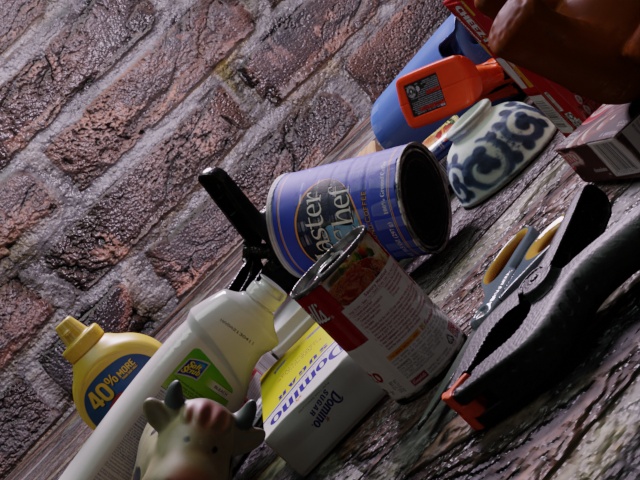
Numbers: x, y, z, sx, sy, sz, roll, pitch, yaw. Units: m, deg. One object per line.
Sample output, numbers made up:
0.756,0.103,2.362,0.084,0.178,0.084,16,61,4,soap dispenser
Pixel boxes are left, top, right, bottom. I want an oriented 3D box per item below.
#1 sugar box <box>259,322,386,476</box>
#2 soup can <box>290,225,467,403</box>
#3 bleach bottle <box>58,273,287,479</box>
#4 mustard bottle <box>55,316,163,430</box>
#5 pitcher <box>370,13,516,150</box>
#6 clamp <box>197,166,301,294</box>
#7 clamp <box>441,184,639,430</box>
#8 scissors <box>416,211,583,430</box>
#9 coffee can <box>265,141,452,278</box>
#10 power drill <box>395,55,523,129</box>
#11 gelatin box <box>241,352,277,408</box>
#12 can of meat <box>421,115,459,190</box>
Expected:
-0.001,0.109,0.818,0.093,0.048,0.176,-46,5,1,sugar box
0.039,0.049,0.706,0.068,0.102,0.068,-43,7,6,soup can
-0.110,0.139,0.896,0.251,0.102,0.068,-51,19,2,bleach bottle
-0.163,0.140,0.958,0.096,0.191,0.058,-44,7,3,mustard bottle
0.175,-0.199,1.371,0.243,0.149,0.145,-40,22,55,pitcher
-0.057,0.001,1.008,0.036,0.164,0.209,7,15,27,clamp
0.133,0.027,0.565,0.171,0.039,0.120,-53,5,-17,clamp
0.120,0.037,0.669,0.096,0.016,0.201,-39,9,35,scissors
0.035,-0.026,0.981,0.141,0.103,0.102,-12,24,31,coffee can
0.186,-0.174,1.113,0.187,0.057,0.185,-18,-1,-39,power drill
-0.084,0.157,1.075,0.073,0.030,0.089,-41,7,28,gelatin box
0.135,-0.089,1.172,0.084,0.057,0.102,-40,8,11,can of meat
